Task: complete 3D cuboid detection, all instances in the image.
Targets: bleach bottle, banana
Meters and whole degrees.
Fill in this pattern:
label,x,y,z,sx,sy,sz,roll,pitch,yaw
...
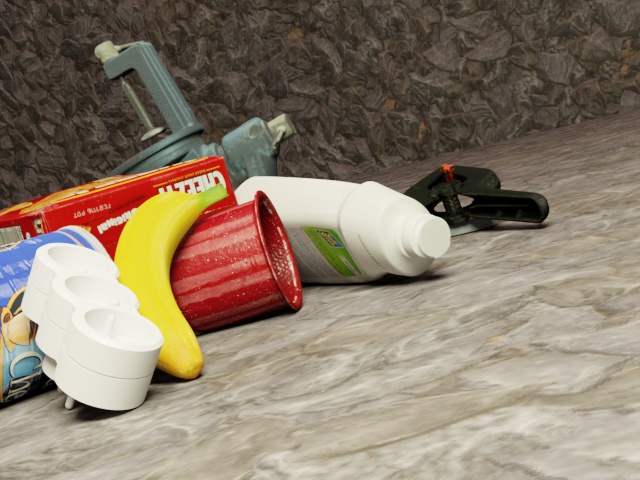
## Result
label,x,y,z,sx,sy,sz,roll,pitch,yaw
bleach bottle,0.018,-0.003,0.842,0.068,0.102,0.251,-53,27,-18
banana,-0.103,0.020,0.698,0.070,0.037,0.197,-15,36,11

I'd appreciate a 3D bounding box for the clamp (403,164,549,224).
label,x,y,z,sx,sy,sz,roll,pitch,yaw
clamp,0.128,-0.035,0.972,0.165,0.036,0.209,-12,15,17

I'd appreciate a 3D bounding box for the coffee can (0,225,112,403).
label,x,y,z,sx,sy,sz,roll,pitch,yaw
coffee can,-0.215,0.056,0.714,0.140,0.103,0.103,-19,7,-40

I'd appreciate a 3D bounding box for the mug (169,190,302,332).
label,x,y,z,sx,sy,sz,roll,pitch,yaw
mug,-0.068,0.012,0.800,0.081,0.093,0.117,-19,35,9

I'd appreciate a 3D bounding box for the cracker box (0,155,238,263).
label,x,y,z,sx,sy,sz,roll,pitch,yaw
cracker box,-0.189,-0.014,0.920,0.163,0.072,0.214,-21,9,-30
